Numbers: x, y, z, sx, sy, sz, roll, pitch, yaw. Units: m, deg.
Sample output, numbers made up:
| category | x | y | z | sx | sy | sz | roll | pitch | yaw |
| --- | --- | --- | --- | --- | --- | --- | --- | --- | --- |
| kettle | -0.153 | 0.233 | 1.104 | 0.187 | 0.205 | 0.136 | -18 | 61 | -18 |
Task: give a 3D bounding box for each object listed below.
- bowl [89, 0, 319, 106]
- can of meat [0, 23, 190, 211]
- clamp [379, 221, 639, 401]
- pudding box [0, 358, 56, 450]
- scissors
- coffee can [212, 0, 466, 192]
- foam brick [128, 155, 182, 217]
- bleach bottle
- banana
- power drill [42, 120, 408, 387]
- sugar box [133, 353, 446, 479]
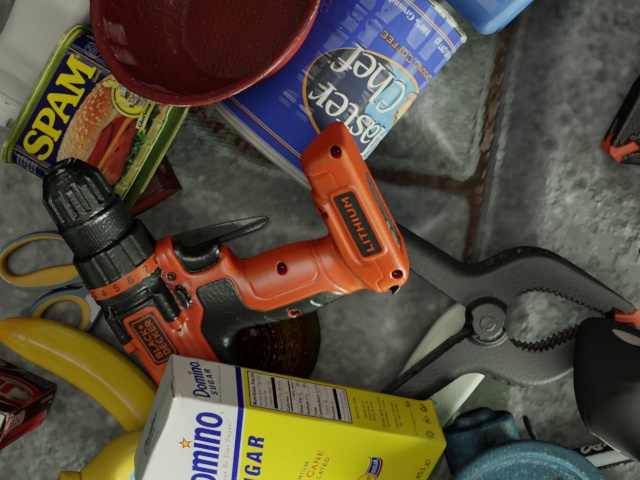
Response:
| category | x | y | z | sx | sy | sz | roll | pitch | yaw |
| --- | --- | --- | --- | --- | --- | --- | --- | --- | --- |
| bowl | -0.060 | -0.151 | 0.655 | 0.162 | 0.055 | 0.162 | -6 | 75 | 23 |
| can of meat | -0.143 | -0.074 | 0.691 | 0.084 | 0.057 | 0.102 | 30 | 96 | 1 |
| clamp | 0.103 | 0.062 | 0.708 | 0.210 | 0.036 | 0.164 | 5 | 98 | -1 |
| pudding box | -0.254 | 0.103 | 0.749 | 0.113 | 0.090 | 0.039 | 22 | 96 | 5 |
| scissors | -0.136 | 0.031 | 0.770 | 0.202 | 0.016 | 0.096 | -1 | 95 | 6 |
| coffee can | 0.012 | -0.110 | 0.703 | 0.103 | 0.102 | 0.140 | 40 | 96 | 2 |
| foam brick | -0.140 | -0.057 | 0.747 | 0.051 | 0.053 | 0.078 | -27 | 91 | 6 |
| bleach bottle | -0.155 | -0.186 | 0.716 | 0.068 | 0.102 | 0.251 | 33 | 95 | 2 |
| banana | -0.145 | 0.121 | 0.755 | 0.069 | 0.037 | 0.198 | -37 | 94 | -20 |
| power drill | -0.054 | 0.001 | 0.651 | 0.188 | 0.057 | 0.184 | -25 | 111 | 12 |
| sugar box | -0.021 | 0.131 | 0.667 | 0.176 | 0.048 | 0.093 | 10 | 123 | -18 |
